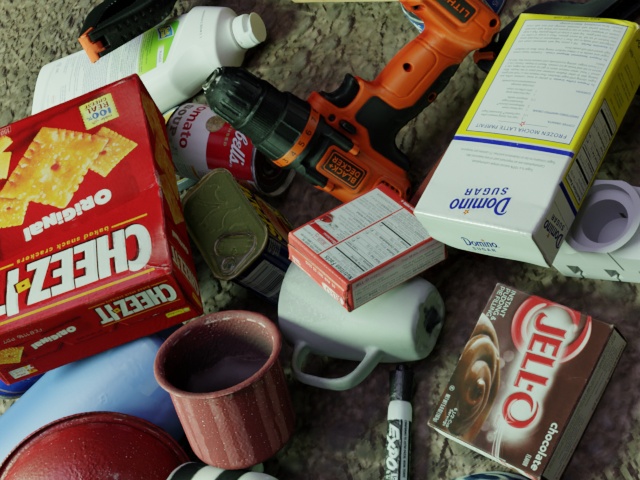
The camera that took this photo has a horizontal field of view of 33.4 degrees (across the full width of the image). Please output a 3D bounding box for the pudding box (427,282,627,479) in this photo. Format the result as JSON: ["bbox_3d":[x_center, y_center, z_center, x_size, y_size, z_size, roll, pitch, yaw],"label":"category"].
[{"bbox_3d":[0.137,0.094,0.709,0.090,0.039,0.113,21,81,40],"label":"pudding box"}]

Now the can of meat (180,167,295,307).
[{"bbox_3d":[-0.056,0.001,0.864,0.057,0.083,0.102,-44,50,10],"label":"can of meat"}]

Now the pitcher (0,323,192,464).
[{"bbox_3d":[-0.187,0.172,0.859,0.243,0.149,0.145,-46,34,4],"label":"pitcher"}]

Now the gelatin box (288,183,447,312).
[{"bbox_3d":[0.033,0.004,0.754,0.089,0.030,0.073,-29,44,-23],"label":"gelatin box"}]

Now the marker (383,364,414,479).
[{"bbox_3d":[0.055,0.147,0.756,0.020,0.020,0.121,-11,63,32],"label":"marker"}]

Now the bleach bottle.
[{"bbox_3d":[-0.165,-0.161,1.039,0.251,0.068,0.102,-15,61,27],"label":"bleach bottle"}]

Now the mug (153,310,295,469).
[{"bbox_3d":[-0.061,0.103,0.782,0.093,0.081,0.117,1,37,22],"label":"mug"}]

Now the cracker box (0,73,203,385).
[{"bbox_3d":[-0.193,-0.015,0.839,0.164,0.072,0.214,-20,51,5],"label":"cracker box"}]

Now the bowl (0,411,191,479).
[{"bbox_3d":[-0.165,0.210,0.786,0.162,0.162,0.055,-53,21,2],"label":"bowl"}]

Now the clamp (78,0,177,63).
[{"bbox_3d":[-0.160,-0.242,1.042,0.165,0.036,0.209,-7,35,31],"label":"clamp"}]

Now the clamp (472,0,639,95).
[{"bbox_3d":[0.194,-0.137,0.783,0.172,0.039,0.120,-18,54,36],"label":"clamp"}]

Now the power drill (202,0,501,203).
[{"bbox_3d":[0.030,-0.127,0.798,0.188,0.184,0.057,-54,25,9],"label":"power drill"}]

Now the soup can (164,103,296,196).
[{"bbox_3d":[-0.077,-0.080,0.922,0.102,0.068,0.068,13,76,31],"label":"soup can"}]

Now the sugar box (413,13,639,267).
[{"bbox_3d":[0.144,-0.071,0.715,0.093,0.048,0.176,14,68,40],"label":"sugar box"}]
